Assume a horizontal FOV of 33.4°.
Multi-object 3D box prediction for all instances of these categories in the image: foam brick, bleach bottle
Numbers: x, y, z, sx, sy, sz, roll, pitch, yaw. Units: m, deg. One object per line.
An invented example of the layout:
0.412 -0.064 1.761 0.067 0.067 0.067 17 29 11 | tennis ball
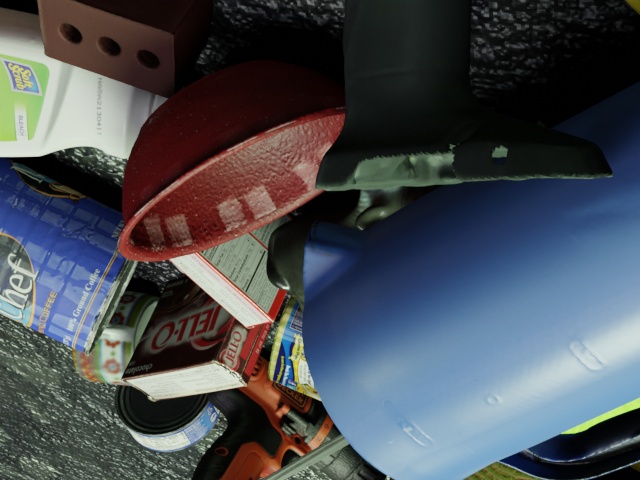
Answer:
-0.102 -0.119 0.567 0.078 0.051 0.053 19 146 5 | foam brick
-0.197 -0.089 0.634 0.251 0.068 0.103 10 125 6 | bleach bottle

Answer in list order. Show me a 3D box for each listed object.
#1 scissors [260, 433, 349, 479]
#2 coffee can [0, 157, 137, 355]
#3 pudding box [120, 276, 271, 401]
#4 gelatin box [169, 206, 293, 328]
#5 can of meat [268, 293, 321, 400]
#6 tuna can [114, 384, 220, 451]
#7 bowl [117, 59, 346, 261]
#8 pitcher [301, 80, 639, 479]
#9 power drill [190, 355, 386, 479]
0.034 0.119 0.729 0.201 0.016 0.096 -23 151 -7 | scissors
-0.203 0.005 0.746 0.140 0.102 0.103 26 145 -5 | coffee can
-0.084 0.066 0.772 0.114 0.090 0.039 -19 129 45 | pudding box
-0.055 0.001 0.682 0.030 0.073 0.089 -16 130 43 | gelatin box
0.012 0.078 0.766 0.084 0.057 0.102 21 146 5 | can of meat
-0.125 0.132 0.888 0.086 0.086 0.033 8 145 20 | tuna can
-0.046 -0.050 0.579 0.055 0.161 0.162 62 145 12 | bowl
0.122 0.018 0.461 0.148 0.145 0.243 5 153 -45 | pitcher
-0.036 0.188 0.821 0.184 0.187 0.057 39 127 -13 | power drill
